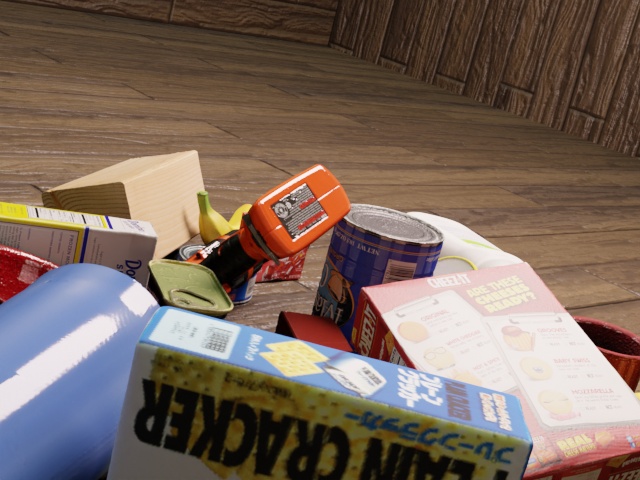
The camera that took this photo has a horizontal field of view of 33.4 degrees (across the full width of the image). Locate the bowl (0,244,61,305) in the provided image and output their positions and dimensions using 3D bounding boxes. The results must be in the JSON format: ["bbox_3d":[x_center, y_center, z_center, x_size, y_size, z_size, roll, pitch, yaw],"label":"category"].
[{"bbox_3d":[-0.222,0.061,0.834,0.162,0.055,0.162,28,7,-4],"label":"bowl"}]

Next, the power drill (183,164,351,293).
[{"bbox_3d":[-0.056,0.001,0.979,0.057,0.188,0.184,53,46,-2],"label":"power drill"}]

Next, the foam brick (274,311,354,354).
[{"bbox_3d":[-0.010,0.102,0.927,0.051,0.053,0.078,9,16,-18],"label":"foam brick"}]

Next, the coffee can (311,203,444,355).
[{"bbox_3d":[0.048,0.048,0.998,0.102,0.140,0.103,13,16,-4],"label":"coffee can"}]

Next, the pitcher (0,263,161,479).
[{"bbox_3d":[-0.196,0.112,0.629,0.145,0.149,0.242,32,22,7],"label":"pitcher"}]

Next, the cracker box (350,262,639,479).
[{"bbox_3d":[0.141,0.117,0.839,0.164,0.072,0.214,-7,40,-24],"label":"cracker box"}]

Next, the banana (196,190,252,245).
[{"bbox_3d":[-0.101,-0.013,1.207,0.037,0.069,0.197,7,-1,9],"label":"banana"}]

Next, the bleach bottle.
[{"bbox_3d":[0.172,0.024,1.263,0.102,0.068,0.251,11,8,-16],"label":"bleach bottle"}]

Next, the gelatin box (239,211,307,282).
[{"bbox_3d":[-0.053,0.007,1.174,0.089,0.073,0.030,-2,23,-45],"label":"gelatin box"}]

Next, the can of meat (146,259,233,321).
[{"bbox_3d":[-0.116,0.073,0.874,0.057,0.084,0.102,8,17,-23],"label":"can of meat"}]

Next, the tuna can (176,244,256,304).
[{"bbox_3d":[-0.109,0.034,1.104,0.086,0.034,0.086,13,16,-4],"label":"tuna can"}]

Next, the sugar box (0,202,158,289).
[{"bbox_3d":[-0.239,0.020,0.933,0.176,0.093,0.048,8,17,-24],"label":"sugar box"}]

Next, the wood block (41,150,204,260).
[{"bbox_3d":[-0.194,-0.030,1.106,0.090,0.091,0.206,-6,12,15],"label":"wood block"}]
